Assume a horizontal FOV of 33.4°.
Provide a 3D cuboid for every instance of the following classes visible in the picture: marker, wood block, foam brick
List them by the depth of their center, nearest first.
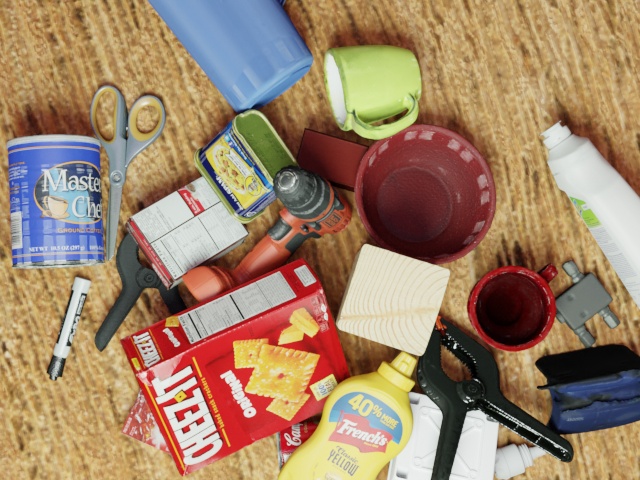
[{"bbox_3d":[0.071,0.063,1.129,0.091,0.206,0.090,18,87,1],"label":"wood block"},{"bbox_3d":[0.013,-0.091,1.215,0.078,0.053,0.051,16,87,1],"label":"foam brick"},{"bbox_3d":[-0.290,0.102,1.224,0.020,0.020,0.121,17,87,1],"label":"marker"}]

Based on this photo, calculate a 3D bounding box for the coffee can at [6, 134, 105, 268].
[{"bbox_3d":[-0.295,-0.041,1.191,0.103,0.103,0.140,-3,87,0],"label":"coffee can"}]

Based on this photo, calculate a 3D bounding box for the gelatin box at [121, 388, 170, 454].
[{"bbox_3d":[-0.175,0.191,1.213,0.073,0.030,0.089,23,88,1],"label":"gelatin box"}]

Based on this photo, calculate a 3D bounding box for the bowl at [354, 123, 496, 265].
[{"bbox_3d":[0.113,-0.047,1.201,0.162,0.055,0.162,2,78,-9],"label":"bowl"}]

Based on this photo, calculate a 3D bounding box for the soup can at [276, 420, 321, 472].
[{"bbox_3d":[0.004,0.234,1.190,0.102,0.068,0.068,-5,87,0],"label":"soup can"}]

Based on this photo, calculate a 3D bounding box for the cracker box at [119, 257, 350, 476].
[{"bbox_3d":[-0.082,0.137,1.138,0.213,0.072,0.164,-24,127,-11],"label":"cracker box"}]

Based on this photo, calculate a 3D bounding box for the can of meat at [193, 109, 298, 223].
[{"bbox_3d":[-0.080,-0.084,1.190,0.102,0.084,0.057,54,44,1],"label":"can of meat"}]

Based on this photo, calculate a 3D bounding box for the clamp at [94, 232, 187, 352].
[{"bbox_3d":[-0.184,0.050,1.217,0.120,0.039,0.171,10,85,-10],"label":"clamp"}]

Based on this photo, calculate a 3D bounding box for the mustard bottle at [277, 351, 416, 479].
[{"bbox_3d":[0.042,0.201,1.126,0.096,0.058,0.191,33,91,2],"label":"mustard bottle"}]

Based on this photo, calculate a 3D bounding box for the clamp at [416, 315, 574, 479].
[{"bbox_3d":[0.173,0.172,1.162,0.164,0.036,0.210,-5,52,-15],"label":"clamp"}]

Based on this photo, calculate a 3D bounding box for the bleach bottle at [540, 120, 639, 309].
[{"bbox_3d":[0.330,-0.025,1.182,0.068,0.102,0.251,-35,88,-6],"label":"bleach bottle"}]

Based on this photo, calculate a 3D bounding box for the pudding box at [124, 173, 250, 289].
[{"bbox_3d":[-0.149,-0.012,1.199,0.113,0.039,0.090,-33,88,-26],"label":"pudding box"}]

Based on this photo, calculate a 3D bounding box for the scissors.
[{"bbox_3d":[-0.217,-0.083,1.235,0.096,0.016,0.202,-10,87,0],"label":"scissors"}]

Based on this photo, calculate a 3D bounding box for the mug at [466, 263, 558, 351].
[{"bbox_3d":[0.216,0.067,1.190,0.117,0.081,0.093,-44,87,-2],"label":"mug"}]

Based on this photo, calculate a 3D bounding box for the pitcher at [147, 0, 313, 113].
[{"bbox_3d":[-0.108,-0.273,1.194,0.149,0.144,0.243,-35,91,29],"label":"pitcher"}]

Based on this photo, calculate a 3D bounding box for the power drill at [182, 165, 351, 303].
[{"bbox_3d":[-0.058,0.001,1.156,0.188,0.184,0.057,-40,69,7],"label":"power drill"}]
